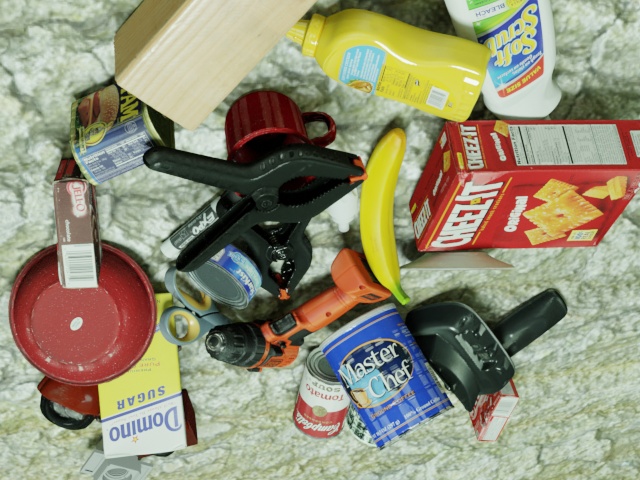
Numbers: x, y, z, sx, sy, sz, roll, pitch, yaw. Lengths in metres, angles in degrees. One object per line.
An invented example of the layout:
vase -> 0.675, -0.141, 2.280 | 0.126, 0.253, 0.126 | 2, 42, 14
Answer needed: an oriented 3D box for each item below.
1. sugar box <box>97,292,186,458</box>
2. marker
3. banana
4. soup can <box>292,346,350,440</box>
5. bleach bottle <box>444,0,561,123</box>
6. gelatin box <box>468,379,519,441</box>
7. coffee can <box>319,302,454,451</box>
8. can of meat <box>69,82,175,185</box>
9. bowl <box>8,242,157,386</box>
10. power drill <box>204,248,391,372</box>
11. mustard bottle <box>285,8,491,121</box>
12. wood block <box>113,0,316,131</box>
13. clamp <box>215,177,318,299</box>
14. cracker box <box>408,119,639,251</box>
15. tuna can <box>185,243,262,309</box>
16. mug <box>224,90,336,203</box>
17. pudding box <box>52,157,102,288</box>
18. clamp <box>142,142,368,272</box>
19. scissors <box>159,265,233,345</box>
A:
sugar box -> -0.203, 0.150, 1.197 | 0.093, 0.176, 0.048 | -6, 176, -7
marker -> -0.125, -0.023, 1.151 | 0.121, 0.020, 0.020 | -39, 127, 20
banana -> 0.071, -0.031, 1.154 | 0.037, 0.070, 0.198 | -26, 120, -41
soup can -> 0.006, 0.189, 1.328 | 0.068, 0.068, 0.102 | 2, 129, -14
bleach bottle -> 0.189, -0.201, 1.040 | 0.102, 0.068, 0.250 | -23, 133, 10
gelatin box -> 0.220, 0.205, 1.382 | 0.030, 0.073, 0.089 | 6, 129, -16
coffee can -> 0.076, 0.158, 1.239 | 0.102, 0.140, 0.103 | -29, 168, -7
can of meat -> -0.188, -0.108, 1.013 | 0.084, 0.102, 0.057 | -22, 131, 10
bowl -> -0.257, 0.082, 1.136 | 0.162, 0.055, 0.162 | 0, 96, -3
power drill -> -0.024, 0.081, 1.194 | 0.188, 0.057, 0.184 | -33, 163, 15
mustard bottle -> 0.059, -0.174, 1.014 | 0.191, 0.058, 0.096 | 17, 159, 1
wood block -> -0.087, -0.210, 0.954 | 0.090, 0.091, 0.206 | 32, 118, -32
clamp -> -0.058, 0.001, 1.167 | 0.120, 0.039, 0.171 | -4, 133, -12
cracker box -> 0.219, -0.054, 1.132 | 0.213, 0.072, 0.164 | -2, 151, -12
tuna can -> -0.107, 0.035, 1.165 | 0.086, 0.033, 0.086 | 27, 152, 15
mug -> -0.041, -0.100, 1.063 | 0.117, 0.081, 0.093 | -19, 131, 5
pudding box -> -0.241, -0.019, 1.063 | 0.039, 0.090, 0.113 | -1, 109, -7
clamp -> -0.059, -0.040, 1.029 | 0.210, 0.036, 0.165 | -9, 140, -10
scissors -> -0.122, 0.109, 1.227 | 0.016, 0.096, 0.201 | -5, 137, 35
